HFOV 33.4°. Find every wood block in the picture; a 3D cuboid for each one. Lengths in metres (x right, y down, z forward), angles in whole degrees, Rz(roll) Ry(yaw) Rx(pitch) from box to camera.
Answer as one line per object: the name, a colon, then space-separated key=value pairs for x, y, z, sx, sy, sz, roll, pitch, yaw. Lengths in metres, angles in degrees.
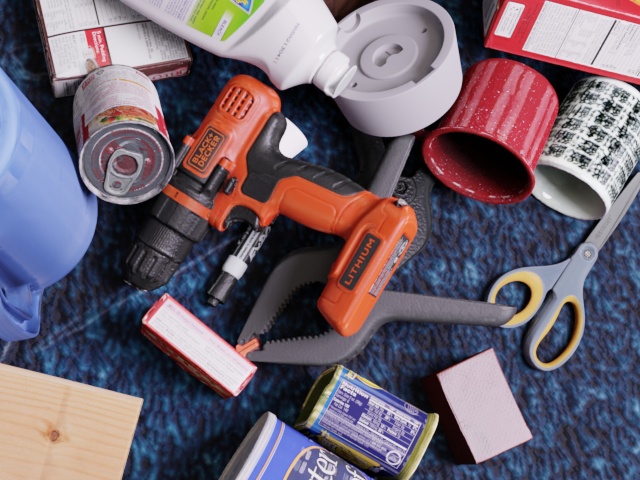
wood block: x=-0.239 y=0.133 z=0.756 sx=0.206 sy=0.090 sz=0.091 roll=16 pitch=76 yaw=-7

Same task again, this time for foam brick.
foam brick: x=0.122 y=0.132 z=0.842 sx=0.053 sy=0.051 sz=0.078 roll=-21 pitch=83 yaw=-13

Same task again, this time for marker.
marker: x=-0.056 y=0.001 z=0.852 sx=0.020 sy=0.020 sz=0.121 roll=32 pitch=75 yaw=-3

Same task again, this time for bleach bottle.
bleach bottle: x=-0.085 y=-0.185 z=0.795 sx=0.251 sy=0.103 sz=0.068 roll=38 pitch=32 yaw=6

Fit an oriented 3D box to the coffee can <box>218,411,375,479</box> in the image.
coffee can: x=-0.006 y=0.205 z=0.777 sx=0.140 sy=0.103 sz=0.102 roll=33 pitch=75 yaw=-3

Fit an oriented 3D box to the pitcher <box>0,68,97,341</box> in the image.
pitcher: x=-0.229 y=-0.034 z=0.710 sx=0.149 sy=0.243 sz=0.145 roll=35 pitch=79 yaw=3

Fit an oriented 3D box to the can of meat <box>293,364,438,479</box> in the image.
can of meat: x=0.031 y=0.137 z=0.799 sx=0.084 sy=0.102 sz=0.057 roll=30 pitch=75 yaw=-1

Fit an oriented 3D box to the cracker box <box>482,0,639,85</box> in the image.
cracker box: x=0.244 y=-0.213 z=0.890 sx=0.213 sy=0.072 sz=0.164 roll=12 pitch=48 yaw=-7

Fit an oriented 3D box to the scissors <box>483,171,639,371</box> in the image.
scissors: x=0.203 y=0.011 z=0.900 sx=0.096 sy=0.016 sz=0.201 roll=24 pitch=75 yaw=-5

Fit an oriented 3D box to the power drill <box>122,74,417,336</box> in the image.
power drill: x=-0.038 y=-0.008 z=0.792 sx=0.188 sy=0.057 sz=0.184 roll=32 pitch=92 yaw=15

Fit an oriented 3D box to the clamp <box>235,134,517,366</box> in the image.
clamp: x=0.034 y=0.042 z=0.820 sx=0.210 sy=0.036 sz=0.164 roll=-37 pitch=83 yaw=3

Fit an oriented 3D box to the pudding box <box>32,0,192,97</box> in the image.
pudding box: x=-0.167 y=-0.170 z=0.855 sx=0.113 sy=0.039 sz=0.090 roll=-12 pitch=79 yaw=-15

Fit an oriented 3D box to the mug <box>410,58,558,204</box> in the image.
mug: x=0.127 y=-0.091 z=0.847 sx=0.117 sy=0.093 sz=0.081 roll=16 pitch=62 yaw=22

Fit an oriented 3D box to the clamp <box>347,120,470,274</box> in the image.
clamp: x=0.051 y=-0.049 z=0.871 sx=0.120 sy=0.039 sz=0.171 roll=24 pitch=72 yaw=-5

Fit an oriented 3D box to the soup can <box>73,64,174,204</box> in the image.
soup can: x=-0.149 y=-0.082 z=0.800 sx=0.068 sy=0.102 sz=0.068 roll=-8 pitch=125 yaw=-11

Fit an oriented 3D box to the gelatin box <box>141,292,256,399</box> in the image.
gelatin box: x=-0.094 y=0.081 z=0.800 sx=0.089 sy=0.073 sz=0.030 roll=39 pitch=75 yaw=-2
